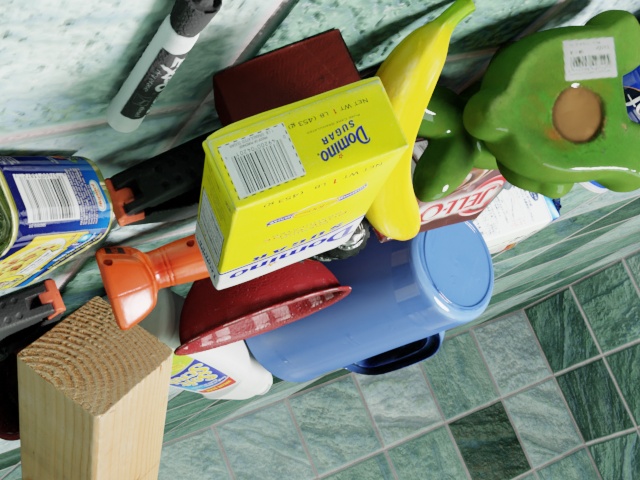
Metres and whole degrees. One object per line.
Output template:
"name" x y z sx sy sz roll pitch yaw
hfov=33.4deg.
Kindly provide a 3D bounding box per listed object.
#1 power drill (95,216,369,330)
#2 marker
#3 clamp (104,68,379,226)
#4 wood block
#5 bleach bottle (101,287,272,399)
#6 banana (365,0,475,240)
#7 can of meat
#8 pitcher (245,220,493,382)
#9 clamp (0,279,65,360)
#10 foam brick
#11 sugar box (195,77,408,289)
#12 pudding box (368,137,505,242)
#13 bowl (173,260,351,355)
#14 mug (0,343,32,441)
"power drill" -0.066 0.010 0.782 0.187 0.057 0.185 -17 -174 -13
"marker" -0.076 -0.086 0.507 0.020 0.020 0.121 -16 167 -33
"clamp" -0.038 -0.057 0.680 0.209 0.036 0.165 -19 168 -41
"wood block" -0.193 0.160 0.909 0.090 0.090 0.206 -41 156 -40
"bleach bottle" -0.117 0.111 1.044 0.103 0.068 0.250 -20 153 23
"banana" 0.051 -0.059 0.667 0.069 0.037 0.198 -15 143 -22
"can of meat" -0.176 -0.008 0.584 0.102 0.057 0.083 -28 170 28
"pitcher" 0.051 0.056 1.026 0.148 0.145 0.243 -7 170 -44
"clamp" -0.272 0.084 0.875 0.171 0.039 0.120 -26 172 13
"foam brick" -0.016 -0.075 0.600 0.078 0.051 0.053 -22 169 -6
"sugar box" -0.017 -0.023 0.582 0.093 0.048 0.176 -20 166 -12
"pudding box" 0.101 -0.047 0.865 0.113 0.039 0.090 -11 148 -34
"bowl" -0.058 0.047 0.919 0.162 0.055 0.162 -20 171 -4
"mug" -0.267 0.132 0.976 0.117 0.093 0.081 -39 167 32
